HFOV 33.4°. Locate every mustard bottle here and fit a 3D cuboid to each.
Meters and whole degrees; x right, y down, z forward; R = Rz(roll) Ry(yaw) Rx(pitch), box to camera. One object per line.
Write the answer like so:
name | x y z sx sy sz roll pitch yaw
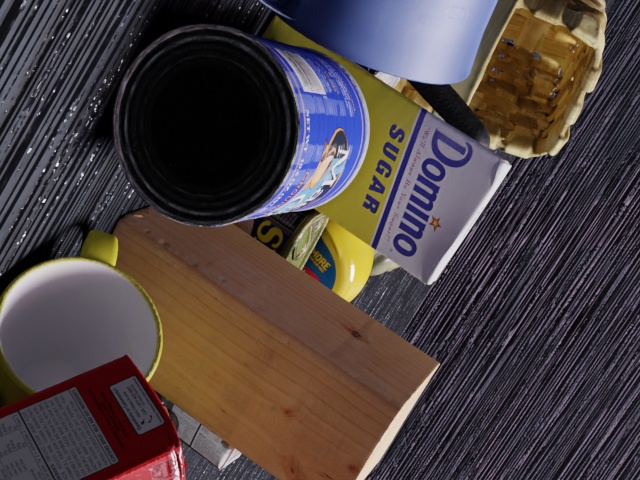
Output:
mustard bottle | -0.016 0.017 0.813 0.192 0.096 0.058 -44 161 26

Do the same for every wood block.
wood block | -0.042 0.067 0.682 0.090 0.206 0.090 -62 167 22

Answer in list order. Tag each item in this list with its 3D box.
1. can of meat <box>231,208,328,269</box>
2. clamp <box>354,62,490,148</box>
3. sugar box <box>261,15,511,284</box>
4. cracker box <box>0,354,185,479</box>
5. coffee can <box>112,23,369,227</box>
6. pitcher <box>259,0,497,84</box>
can of meat | -0.055 0.001 0.756 0.102 0.084 0.057 -61 168 22
clamp | 0.052 -0.122 0.721 0.039 0.120 0.171 0 89 -86
sugar box | 0.023 -0.058 0.684 0.093 0.176 0.048 -58 169 10
cracker box | -0.166 0.168 0.504 0.213 0.072 0.164 -22 138 -25
coffee can | -0.039 -0.063 0.600 0.103 0.103 0.140 -59 168 13
pitcher | 0.059 -0.216 0.566 0.149 0.145 0.243 -61 174 -62
